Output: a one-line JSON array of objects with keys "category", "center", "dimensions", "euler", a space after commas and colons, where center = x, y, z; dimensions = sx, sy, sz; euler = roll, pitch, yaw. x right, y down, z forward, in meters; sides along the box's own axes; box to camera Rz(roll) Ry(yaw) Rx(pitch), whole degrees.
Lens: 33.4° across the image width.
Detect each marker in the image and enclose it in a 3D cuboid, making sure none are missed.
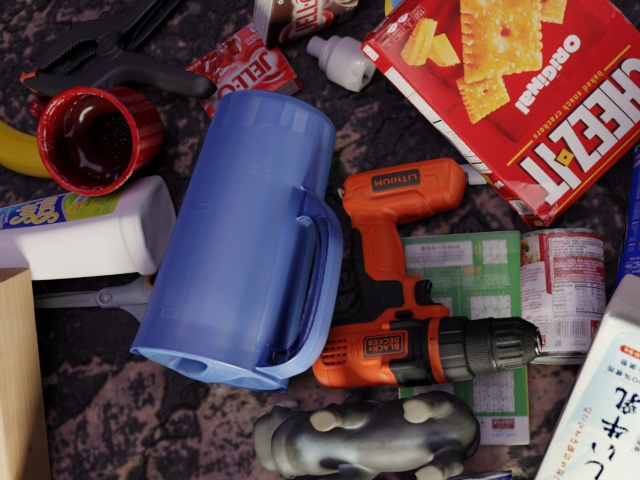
[{"category": "marker", "center": [0.085, -0.055, 0.936], "dimensions": [0.121, 0.020, 0.020], "euler": [-4, 77, 13]}]

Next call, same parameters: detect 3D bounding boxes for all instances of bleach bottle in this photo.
[{"category": "bleach bottle", "center": [-0.262, 0.001, 0.968], "dimensions": [0.251, 0.102, 0.068], "euler": [-8, 118, 13]}]

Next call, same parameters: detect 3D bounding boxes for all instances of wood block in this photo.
[{"category": "wood block", "center": [-0.295, 0.132, 0.911], "dimensions": [0.091, 0.090, 0.206], "euler": [-2, 99, 9]}]

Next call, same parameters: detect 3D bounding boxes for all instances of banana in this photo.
[{"category": "banana", "center": [-0.254, -0.092, 1.016], "dimensions": [0.198, 0.037, 0.069], "euler": [13, 83, 16]}]

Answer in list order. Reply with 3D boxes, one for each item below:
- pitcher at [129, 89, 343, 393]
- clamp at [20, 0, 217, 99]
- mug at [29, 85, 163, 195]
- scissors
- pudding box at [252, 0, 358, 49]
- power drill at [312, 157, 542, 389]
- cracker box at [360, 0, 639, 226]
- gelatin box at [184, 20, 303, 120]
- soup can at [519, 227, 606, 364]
[{"category": "pitcher", "center": [-0.056, 0.001, 0.895], "dimensions": [0.149, 0.145, 0.243], "euler": [15, 75, -3]}, {"category": "clamp", "center": [-0.188, -0.188, 1.014], "dimensions": [0.210, 0.036, 0.164], "euler": [-10, 61, 21]}, {"category": "mug", "center": [-0.199, -0.097, 0.937], "dimensions": [0.117, 0.081, 0.093], "euler": [25, 106, 6]}, {"category": "scissors", "center": [-0.183, 0.069, 0.975], "dimensions": [0.202, 0.016, 0.096], "euler": [-19, 74, 9]}, {"category": "pudding box", "center": [-0.010, -0.222, 0.935], "dimensions": [0.090, 0.113, 0.039], "euler": [-23, 72, -15]}, {"category": "power drill", "center": [0.083, 0.027, 0.868], "dimensions": [0.185, 0.057, 0.187], "euler": [-8, 60, 19]}, {"category": "cracker box", "center": [0.164, -0.142, 0.873], "dimensions": [0.164, 0.072, 0.213], "euler": [-44, 94, 1]}, {"category": "gelatin box", "center": [-0.072, -0.150, 0.989], "dimensions": [0.089, 0.030, 0.073], "euler": [-34, 72, 5]}, {"category": "soup can", "center": [0.197, 0.046, 0.861], "dimensions": [0.068, 0.068, 0.102], "euler": [-2, 78, 13]}]
